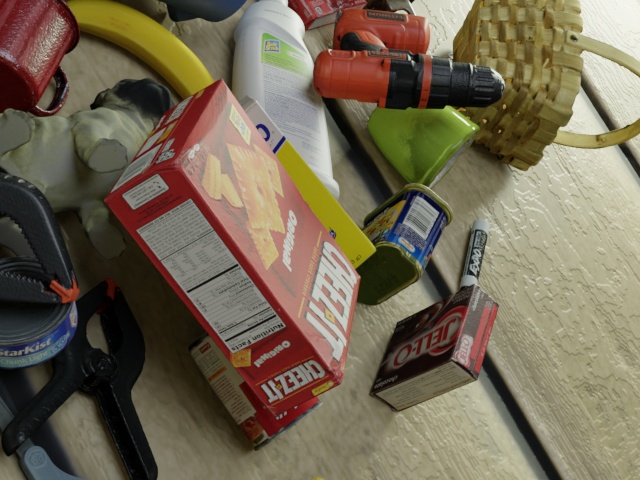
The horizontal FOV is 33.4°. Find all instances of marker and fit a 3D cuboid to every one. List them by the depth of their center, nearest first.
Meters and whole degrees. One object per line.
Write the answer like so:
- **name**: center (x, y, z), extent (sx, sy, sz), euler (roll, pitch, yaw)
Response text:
- **marker**: center (0.159, 0.028, 1.119), extent (0.020, 0.020, 0.121), euler (32, 50, -16)

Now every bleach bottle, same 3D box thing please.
- **bleach bottle**: center (-0.038, -0.145, 1.053), extent (0.102, 0.068, 0.251), euler (19, 52, -30)

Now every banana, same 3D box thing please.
- **banana**: center (-0.164, -0.174, 1.000), extent (0.197, 0.037, 0.069), euler (28, 70, -17)

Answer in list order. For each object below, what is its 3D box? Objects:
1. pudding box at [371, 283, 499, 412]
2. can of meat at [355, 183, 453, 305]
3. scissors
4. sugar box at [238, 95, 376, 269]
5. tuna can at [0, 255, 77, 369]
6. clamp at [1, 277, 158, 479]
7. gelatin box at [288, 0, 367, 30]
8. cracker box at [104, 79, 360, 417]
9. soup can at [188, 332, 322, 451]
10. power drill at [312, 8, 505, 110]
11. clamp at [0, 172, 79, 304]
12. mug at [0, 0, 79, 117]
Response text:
- **pudding box**: center (0.105, 0.099, 0.973), extent (0.039, 0.114, 0.090), euler (39, 48, -15)
- **can of meat**: center (0.068, 0.006, 1.011), extent (0.057, 0.102, 0.083), euler (40, 50, -10)
- **scissors**: center (-0.192, 0.164, 0.790), extent (0.096, 0.016, 0.202), euler (-11, 71, -41)
- **sugar box**: center (-0.041, -0.030, 0.935), extent (0.093, 0.048, 0.176), euler (-41, 111, -2)
- **tuna can**: center (-0.225, 0.054, 0.794), extent (0.086, 0.034, 0.086), euler (1, 46, -1)
- **clamp**: center (-0.166, 0.110, 0.819), extent (0.120, 0.039, 0.171), euler (35, 44, -26)
- **gelatin box**: center (-0.001, -0.276, 1.177), extent (0.089, 0.030, 0.073), euler (-25, 80, -42)
- **cracker box**: center (-0.055, 0.001, 0.825), extent (0.213, 0.072, 0.164), euler (54, 22, -19)
- **soup can**: center (-0.054, 0.113, 0.883), extent (0.068, 0.069, 0.102), euler (-30, 83, -42)
- **power drill**: center (0.084, -0.183, 1.082), extent (0.184, 0.057, 0.187), euler (6, 24, -4)
- **clamp**: center (-0.268, -0.014, 0.764), extent (0.210, 0.036, 0.164), euler (43, 89, 0)
- **mug**: center (-0.253, -0.151, 0.893), extent (0.117, 0.093, 0.081), euler (57, 40, -44)
